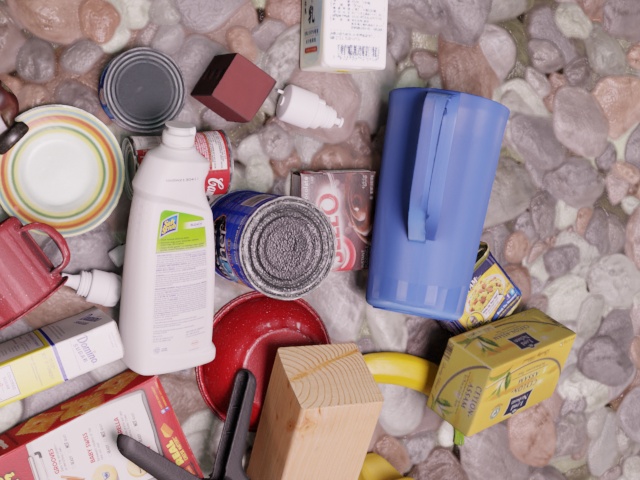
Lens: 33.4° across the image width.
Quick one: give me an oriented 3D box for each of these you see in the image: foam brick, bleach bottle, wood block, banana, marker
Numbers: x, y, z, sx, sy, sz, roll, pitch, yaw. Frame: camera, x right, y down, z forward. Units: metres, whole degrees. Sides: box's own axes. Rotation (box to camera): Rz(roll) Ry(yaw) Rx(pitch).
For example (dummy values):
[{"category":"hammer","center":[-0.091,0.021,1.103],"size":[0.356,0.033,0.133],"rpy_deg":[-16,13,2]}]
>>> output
[{"category":"foam brick","center":[-0.091,-0.157,1.103],"size":[0.051,0.078,0.053],"rpy_deg":[35,82,-23]},{"category":"bleach bottle","center":[-0.144,0.005,1.059],"size":[0.102,0.068,0.251],"rpy_deg":[-10,117,-40]},{"category":"wood block","center":[-0.012,0.215,1.117],"size":[0.090,0.090,0.206],"rpy_deg":[-1,127,-22]},{"category":"banana","center":[0.114,0.171,1.243],"size":[0.197,0.037,0.069],"rpy_deg":[33,80,-22]},{"category":"marker","center":[-0.167,-0.013,1.118],"size":[0.121,0.020,0.020],"rpy_deg":[-35,107,-15]}]

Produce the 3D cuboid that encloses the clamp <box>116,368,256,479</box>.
[{"category":"clamp","center":[-0.116,0.252,1.077],"size":[0.164,0.036,0.210],"rpy_deg":[-16,100,-36]}]

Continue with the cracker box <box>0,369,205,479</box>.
[{"category":"cracker box","center":[-0.236,0.248,1.087],"size":[0.213,0.072,0.164],"rpy_deg":[-27,105,-17]}]

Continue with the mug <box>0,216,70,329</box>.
[{"category":"mug","center":[-0.295,0.025,1.025],"size":[0.117,0.093,0.081],"rpy_deg":[-30,103,17]}]

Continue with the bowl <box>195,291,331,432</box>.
[{"category":"bowl","center":[-0.051,0.136,1.162],"size":[0.161,0.055,0.162],"rpy_deg":[-2,96,-23]}]

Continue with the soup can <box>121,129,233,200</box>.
[{"category":"soup can","center":[-0.147,-0.077,1.093],"size":[0.102,0.069,0.068],"rpy_deg":[-6,97,-22]}]

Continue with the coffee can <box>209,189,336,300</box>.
[{"category":"coffee can","center":[-0.057,0.001,1.099],"size":[0.102,0.140,0.103],"rpy_deg":[-2,96,-23]}]

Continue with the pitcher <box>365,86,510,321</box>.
[{"category":"pitcher","center":[0.118,-0.040,1.150],"size":[0.149,0.145,0.243],"rpy_deg":[12,86,-33]}]

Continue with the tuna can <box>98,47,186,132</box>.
[{"category":"tuna can","center":[-0.182,-0.153,1.090],"size":[0.086,0.034,0.086],"rpy_deg":[-2,96,-22]}]

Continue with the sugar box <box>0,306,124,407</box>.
[{"category":"sugar box","center":[-0.286,0.121,1.042],"size":[0.176,0.093,0.048],"rpy_deg":[-19,103,-19]}]

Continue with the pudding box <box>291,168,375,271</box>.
[{"category":"pudding box","center":[0.013,-0.022,1.181],"size":[0.089,0.039,0.113],"rpy_deg":[-3,97,-22]}]

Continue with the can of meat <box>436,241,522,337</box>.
[{"category":"can of meat","center":[0.177,0.065,1.248],"size":[0.102,0.058,0.084],"rpy_deg":[-46,112,-12]}]
